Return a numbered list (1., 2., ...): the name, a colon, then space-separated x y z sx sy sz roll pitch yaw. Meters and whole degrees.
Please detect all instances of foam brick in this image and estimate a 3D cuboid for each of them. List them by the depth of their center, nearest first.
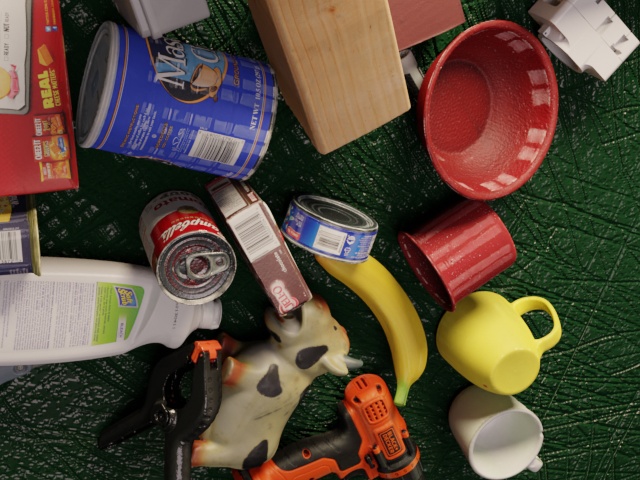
1. foam brick: 0.078 -0.204 0.931 0.078 0.053 0.051 -25 119 -8

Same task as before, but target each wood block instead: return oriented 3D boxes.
1. wood block: -0.001 -0.176 0.848 0.090 0.091 0.206 -28 146 -4

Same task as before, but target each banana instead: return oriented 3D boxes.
1. banana: 0.060 0.069 1.047 0.069 0.037 0.197 -50 120 -42

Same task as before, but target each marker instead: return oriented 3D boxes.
1. marker: 0.102 -0.124 0.995 0.020 0.020 0.121 -35 120 -2

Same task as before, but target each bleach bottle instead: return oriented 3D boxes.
1. bleach bottle: -0.212 0.067 0.947 0.250 0.068 0.102 4 101 -23

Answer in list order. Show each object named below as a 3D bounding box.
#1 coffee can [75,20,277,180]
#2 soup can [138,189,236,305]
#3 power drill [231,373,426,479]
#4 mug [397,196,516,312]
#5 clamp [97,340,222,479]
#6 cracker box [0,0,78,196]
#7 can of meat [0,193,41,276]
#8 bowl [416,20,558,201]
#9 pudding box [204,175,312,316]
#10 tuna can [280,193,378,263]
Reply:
1. coffee can: -0.119 -0.113 0.876 0.140 0.103 0.103 11 109 -23
2. soup can: -0.118 0.004 0.930 0.068 0.102 0.068 -7 115 -16
3. power drill: 0.015 0.249 1.115 0.187 0.057 0.184 -28 116 -8
4. mug: 0.135 0.014 1.038 0.081 0.093 0.117 -33 150 -8
5. clamp: -0.133 0.172 0.986 0.172 0.120 0.039 -55 159 23
6. cracker box: -0.303 -0.113 0.820 0.213 0.072 0.164 -7 104 -15
7. can of meat: -0.274 -0.008 0.872 0.083 0.102 0.057 -4 115 -15
8. bowl: 0.141 -0.120 0.975 0.161 0.055 0.162 -8 105 -33
9. pudding box: -0.056 0.001 0.957 0.039 0.090 0.113 -29 119 -7
10. tuna can: 0.009 -0.012 0.976 0.086 0.086 0.034 12 108 -24
